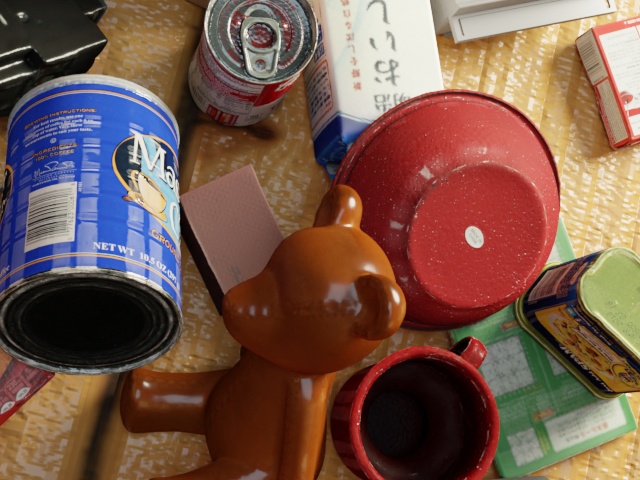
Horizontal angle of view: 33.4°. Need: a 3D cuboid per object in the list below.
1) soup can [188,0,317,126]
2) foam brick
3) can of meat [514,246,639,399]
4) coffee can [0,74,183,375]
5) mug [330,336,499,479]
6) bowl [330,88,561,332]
[{"bbox_3d":[-0.046,-0.116,0.672,0.068,0.102,0.068,2,80,-13],"label":"soup can"},{"bbox_3d":[-0.054,0.001,0.677,0.053,0.051,0.078,-24,87,-15],"label":"foam brick"},{"bbox_3d":[0.189,0.054,0.693,0.102,0.084,0.057,43,72,-4],"label":"can of meat"},{"bbox_3d":[-0.131,-0.009,0.608,0.102,0.103,0.140,3,52,-13],"label":"coffee can"},{"bbox_3d":[0.061,0.106,0.670,0.093,0.082,0.117,40,75,-4],"label":"mug"},{"bbox_3d":[0.087,-0.010,0.661,0.162,0.055,0.162,-4,107,-14],"label":"bowl"}]
